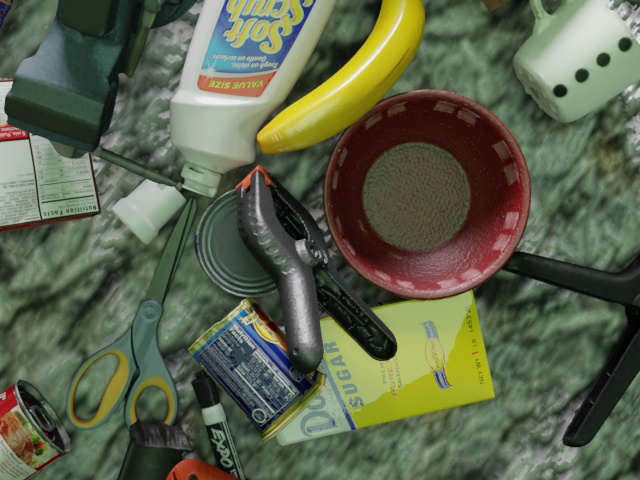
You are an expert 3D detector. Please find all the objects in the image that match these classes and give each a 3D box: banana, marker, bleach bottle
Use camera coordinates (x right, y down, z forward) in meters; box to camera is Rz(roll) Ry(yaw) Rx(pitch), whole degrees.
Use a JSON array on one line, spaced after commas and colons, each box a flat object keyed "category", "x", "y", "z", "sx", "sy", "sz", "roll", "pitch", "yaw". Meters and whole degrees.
[{"category": "banana", "x": 0.029, "y": -0.133, "z": 0.813, "sx": 0.070, "sy": 0.037, "sz": 0.197, "roll": 18, "pitch": 63, "yaw": 33}, {"category": "marker", "x": -0.078, "y": 0.162, "z": 0.847, "sx": 0.020, "sy": 0.020, "sz": 0.121, "roll": -17, "pitch": 92, "yaw": -4}, {"category": "bleach bottle", "x": -0.046, "y": -0.153, "z": 0.826, "sx": 0.102, "sy": 0.068, "sz": 0.251, "roll": 20, "pitch": 92, "yaw": -7}]

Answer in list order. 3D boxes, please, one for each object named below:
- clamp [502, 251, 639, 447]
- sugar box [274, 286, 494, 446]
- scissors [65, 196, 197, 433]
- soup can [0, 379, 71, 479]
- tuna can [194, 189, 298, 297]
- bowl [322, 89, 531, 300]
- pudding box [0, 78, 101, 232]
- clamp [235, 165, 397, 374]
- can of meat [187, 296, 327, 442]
[{"category": "clamp", "x": 0.254, "y": 0.049, "z": 0.861, "sx": 0.210, "sy": 0.036, "sz": 0.164, "roll": -28, "pitch": 93, "yaw": -5}, {"category": "sugar box", "x": 0.040, "y": 0.097, "z": 0.842, "sx": 0.176, "sy": 0.048, "sz": 0.093, "roll": -13, "pitch": 92, "yaw": -5}, {"category": "scissors", "x": -0.123, "y": 0.074, "z": 0.845, "sx": 0.096, "sy": 0.016, "sz": 0.202, "roll": 36, "pitch": 88, "yaw": -5}, {"category": "soup can", "x": -0.251, "y": 0.163, "z": 0.811, "sx": 0.102, "sy": 0.068, "sz": 0.068, "roll": -36, "pitch": 93, "yaw": -2}, {"category": "tuna can", "x": -0.055, "y": 0.001, "z": 0.835, "sx": 0.086, "sy": 0.034, "sz": 0.086, "roll": 0, "pitch": 92, "yaw": -11}, {"category": "bowl", "x": 0.080, "y": -0.035, "z": 0.839, "sx": 0.162, "sy": 0.055, "sz": 0.162, "roll": 0, "pitch": 91, "yaw": -4}, {"category": "pudding box", "x": -0.221, "y": -0.066, "z": 0.805, "sx": 0.089, "sy": 0.039, "sz": 0.113, "roll": -11, "pitch": 94, "yaw": -41}, {"category": "clamp", "x": -0.007, "y": 0.024, "z": 0.783, "sx": 0.039, "sy": 0.120, "sz": 0.171, "roll": -34, "pitch": 63, "yaw": 22}, {"category": "can of meat", "x": -0.045, "y": 0.090, "z": 0.767, "sx": 0.057, "sy": 0.102, "sz": 0.084, "roll": -42, "pitch": 88, "yaw": 1}]
